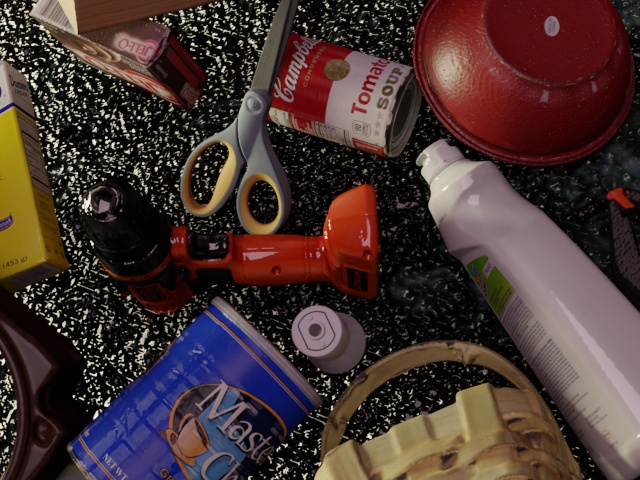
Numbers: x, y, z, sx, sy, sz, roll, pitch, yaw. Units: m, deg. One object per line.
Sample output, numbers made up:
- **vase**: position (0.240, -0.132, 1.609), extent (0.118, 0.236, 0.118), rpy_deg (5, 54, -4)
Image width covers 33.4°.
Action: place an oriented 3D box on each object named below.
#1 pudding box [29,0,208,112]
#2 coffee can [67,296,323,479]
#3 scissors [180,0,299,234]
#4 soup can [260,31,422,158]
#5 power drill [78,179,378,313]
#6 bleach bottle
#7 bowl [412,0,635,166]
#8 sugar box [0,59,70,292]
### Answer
- **pudding box**: position (-0.150, -0.147, 0.812), extent (0.114, 0.090, 0.039), rpy_deg (28, 83, 19)
- **coffee can**: position (-0.083, 0.122, 0.714), extent (0.103, 0.103, 0.140), rpy_deg (42, 81, 19)
- **scissors**: position (-0.033, -0.080, 0.755), extent (0.096, 0.016, 0.202), rpy_deg (41, 123, 3)
- **soup can**: position (0.016, -0.105, 0.773), extent (0.102, 0.068, 0.068), rpy_deg (19, 82, 16)
- **power drill**: position (-0.055, 0.001, 0.714), extent (0.187, 0.184, 0.057), rpy_deg (-2, 72, 4)
- **bleach bottle**: position (0.146, 0.033, 0.690), extent (0.068, 0.103, 0.251), rpy_deg (-29, 71, -17)
- **bowl**: position (0.147, -0.134, 0.727), extent (0.162, 0.055, 0.162), rpy_deg (2, 71, -7)
- **sugar box**: position (-0.263, -0.045, 0.838), extent (0.093, 0.048, 0.176), rpy_deg (-21, 74, 8)
